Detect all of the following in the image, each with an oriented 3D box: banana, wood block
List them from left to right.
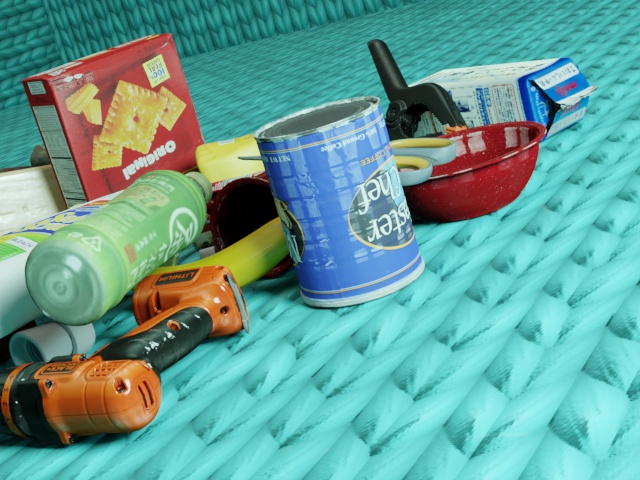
[{"bbox_3d":[-0.343,-0.036,1.233,0.205,0.090,0.091,-13,4,-27],"label":"wood block"},{"bbox_3d":[-0.098,0.021,0.924,0.198,0.069,0.037,-12,-27,27],"label":"banana"}]

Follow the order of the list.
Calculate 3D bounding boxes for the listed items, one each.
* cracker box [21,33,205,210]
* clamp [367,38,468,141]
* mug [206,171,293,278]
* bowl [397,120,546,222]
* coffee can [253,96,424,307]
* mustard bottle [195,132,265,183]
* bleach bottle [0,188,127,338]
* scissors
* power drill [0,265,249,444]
[{"bbox_3d":[-0.214,-0.104,1.189,0.163,0.214,0.072,-28,21,-35],"label":"cracker box"},{"bbox_3d":[0.093,-0.149,1.213,0.036,0.164,0.210,19,-3,-41],"label":"clamp"},{"bbox_3d":[-0.051,-0.025,0.971,0.117,0.093,0.081,14,22,22],"label":"mug"},{"bbox_3d":[0.131,-0.058,0.973,0.162,0.055,0.162,-16,16,4],"label":"bowl"},{"bbox_3d":[0.016,-0.031,0.842,0.103,0.140,0.103,-15,16,4],"label":"coffee can"},{"bbox_3d":[-0.036,-0.099,1.146,0.191,0.058,0.096,-17,11,-1],"label":"mustard bottle"},{"bbox_3d":[-0.212,0.003,0.932,0.103,0.068,0.250,9,30,42],"label":"bleach bottle"},{"bbox_3d":[0.017,-0.065,0.927,0.202,0.016,0.096,-5,23,10],"label":"scissors"},{"bbox_3d":[-0.154,0.084,0.784,0.185,0.057,0.187,-6,21,33],"label":"power drill"}]
